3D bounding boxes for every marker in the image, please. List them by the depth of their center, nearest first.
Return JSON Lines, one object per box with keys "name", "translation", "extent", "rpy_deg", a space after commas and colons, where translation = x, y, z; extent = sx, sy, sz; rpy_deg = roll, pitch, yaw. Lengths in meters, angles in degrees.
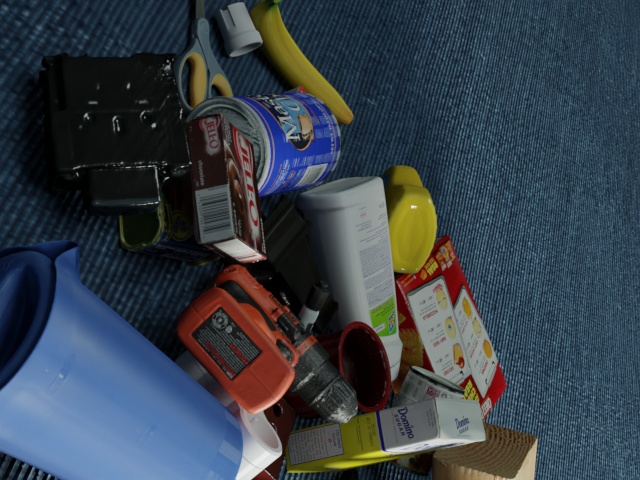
{"name": "marker", "translation": [-0.021, 0.091, 1.032], "extent": [0.020, 0.121, 0.020], "rpy_deg": [22, 21, -9]}

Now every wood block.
{"name": "wood block", "translation": [0.174, 0.310, 1.162], "extent": [0.090, 0.091, 0.206], "rpy_deg": [-39, 134, -55]}

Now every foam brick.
{"name": "foam brick", "translation": [-0.064, 0.176, 0.973], "extent": [0.053, 0.051, 0.078], "rpy_deg": [50, 39, -32]}

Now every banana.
{"name": "banana", "translation": [-0.029, -0.200, 1.189], "extent": [0.037, 0.070, 0.197], "rpy_deg": [-47, 134, -9]}

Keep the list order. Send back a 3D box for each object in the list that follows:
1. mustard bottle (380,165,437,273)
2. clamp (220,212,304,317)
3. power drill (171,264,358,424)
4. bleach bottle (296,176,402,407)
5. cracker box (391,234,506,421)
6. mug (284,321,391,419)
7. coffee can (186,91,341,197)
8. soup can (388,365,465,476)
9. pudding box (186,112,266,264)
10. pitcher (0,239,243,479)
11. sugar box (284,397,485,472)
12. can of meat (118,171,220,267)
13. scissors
{"name": "mustard bottle", "translation": [0.094, -0.036, 1.259], "extent": [0.191, 0.058, 0.096], "rpy_deg": [-100, -164, -71]}
{"name": "clamp", "translation": [-0.057, 0.001, 1.078], "extent": [0.171, 0.039, 0.120], "rpy_deg": [44, 36, -48]}
{"name": "power drill", "translation": [-0.045, 0.099, 0.932], "extent": [0.184, 0.057, 0.187], "rpy_deg": [45, 5, 7]}
{"name": "bleach bottle", "translation": [0.041, 0.063, 1.148], "extent": [0.102, 0.068, 0.251], "rpy_deg": [-23, 109, -51]}
{"name": "cracker box", "translation": [0.134, 0.122, 1.281], "extent": [0.164, 0.072, 0.213], "rpy_deg": [-36, 107, -56]}
{"name": "mug", "translation": [0.020, 0.138, 1.089], "extent": [0.117, 0.082, 0.093], "rpy_deg": [25, 56, -49]}
{"name": "coffee can", "translation": [-0.057, -0.094, 1.058], "extent": [0.140, 0.103, 0.103], "rpy_deg": [-17, 90, -58]}
{"name": "soup can", "translation": [0.108, 0.196, 1.166], "extent": [0.068, 0.069, 0.102], "rpy_deg": [22, 92, -51]}
{"name": "pudding box", "translation": [-0.081, -0.043, 0.926], "extent": [0.090, 0.039, 0.113], "rpy_deg": [39, 44, -70]}
{"name": "pitcher", "translation": [-0.171, 0.127, 0.779], "extent": [0.242, 0.149, 0.145], "rpy_deg": [46, 26, -41]}
{"name": "sugar box", "translation": [0.061, 0.191, 1.037], "extent": [0.093, 0.177, 0.048], "rpy_deg": [15, 63, -53]}
{"name": "can of meat", "translation": [-0.135, -0.033, 0.958], "extent": [0.083, 0.058, 0.102], "rpy_deg": [14, 65, -51]}
{"name": "scissors", "translation": [-0.114, -0.201, 1.104], "extent": [0.096, 0.016, 0.201], "rpy_deg": [42, 44, -41]}
